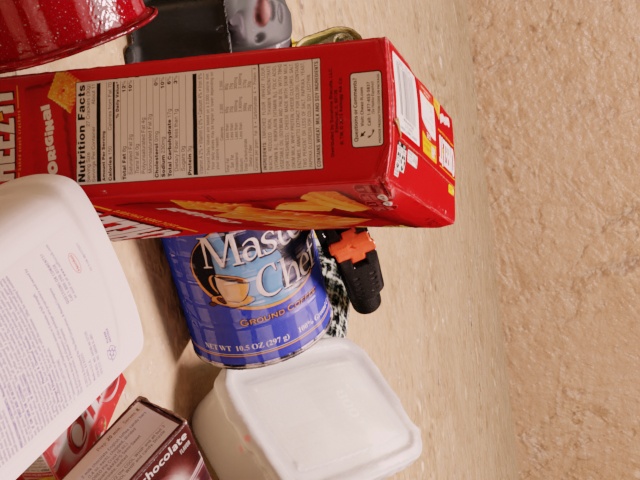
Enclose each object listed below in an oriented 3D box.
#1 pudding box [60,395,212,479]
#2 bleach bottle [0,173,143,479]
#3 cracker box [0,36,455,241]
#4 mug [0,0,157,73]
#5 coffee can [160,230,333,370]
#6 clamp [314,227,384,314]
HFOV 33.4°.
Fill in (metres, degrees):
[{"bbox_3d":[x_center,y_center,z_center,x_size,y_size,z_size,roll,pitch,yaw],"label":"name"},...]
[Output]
[{"bbox_3d":[-0.103,0.148,0.530,0.113,0.039,0.090,-50,147,-30],"label":"pudding box"},{"bbox_3d":[-0.159,0.064,0.386,0.102,0.068,0.250,68,27,-15],"label":"bleach bottle"},{"bbox_3d":[-0.048,-0.041,0.551,0.164,0.214,0.072,19,69,-72],"label":"cracker box"},{"bbox_3d":[-0.138,-0.137,0.519,0.117,0.093,0.081,-136,-153,-65],"label":"mug"},{"bbox_3d":[-0.055,0.001,0.722,0.102,0.103,0.140,-68,149,-58],"label":"coffee can"},{"bbox_3d":[0.011,-0.017,0.774,0.210,0.036,0.164,-127,-166,-89],"label":"clamp"}]
